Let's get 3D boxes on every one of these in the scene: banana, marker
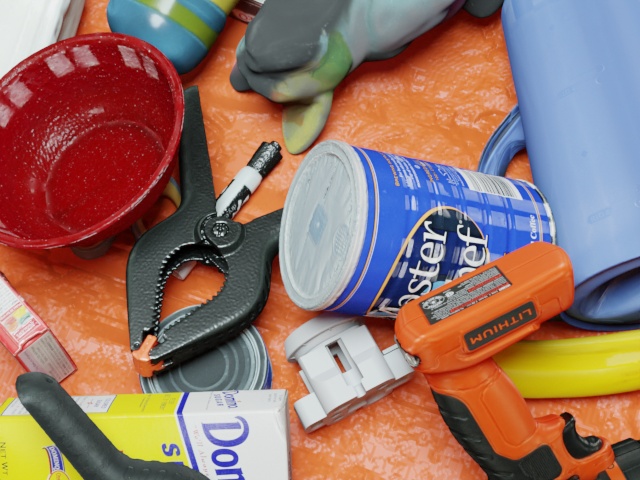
[{"bbox_3d":[0.162,0.073,0.676,0.198,0.069,0.037,-8,51,7],"label":"banana"},{"bbox_3d":[-0.066,-0.024,0.751,0.020,0.020,0.121,33,72,15],"label":"marker"}]

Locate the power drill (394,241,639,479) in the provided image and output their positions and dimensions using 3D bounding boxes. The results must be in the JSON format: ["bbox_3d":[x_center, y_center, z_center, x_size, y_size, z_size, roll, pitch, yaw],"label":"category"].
[{"bbox_3d":[0.138,0.099,0.618,0.184,0.057,0.187,-26,107,-1],"label":"power drill"}]

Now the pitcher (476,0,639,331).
[{"bbox_3d":[0.187,-0.067,0.710,0.149,0.145,0.243,-2,63,-14],"label":"pitcher"}]

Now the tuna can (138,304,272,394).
[{"bbox_3d":[-0.075,0.086,0.697,0.086,0.034,0.086,-1,67,2],"label":"tuna can"}]

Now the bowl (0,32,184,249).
[{"bbox_3d":[-0.153,-0.055,0.695,0.162,0.055,0.162,-9,60,15],"label":"bowl"}]

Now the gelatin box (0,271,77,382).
[{"bbox_3d":[-0.196,0.053,0.685,0.030,0.089,0.073,-40,72,-15],"label":"gelatin box"}]

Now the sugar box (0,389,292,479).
[{"bbox_3d":[-0.105,0.142,0.648,0.176,0.048,0.093,-2,102,4],"label":"sugar box"}]

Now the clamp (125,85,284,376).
[{"bbox_3d":[-0.055,0.001,0.701,0.164,0.036,0.210,19,61,8],"label":"clamp"}]

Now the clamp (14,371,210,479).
[{"bbox_3d":[-0.114,0.141,0.601,0.171,0.120,0.039,16,30,-9],"label":"clamp"}]

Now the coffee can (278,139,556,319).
[{"bbox_3d":[0.058,0.000,0.662,0.140,0.103,0.103,9,64,-26],"label":"coffee can"}]
